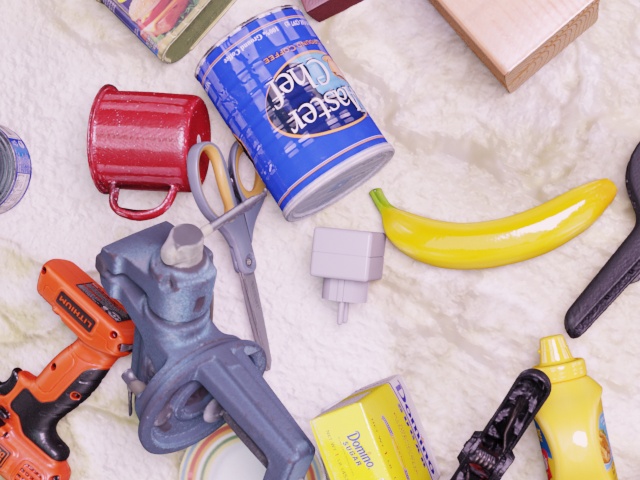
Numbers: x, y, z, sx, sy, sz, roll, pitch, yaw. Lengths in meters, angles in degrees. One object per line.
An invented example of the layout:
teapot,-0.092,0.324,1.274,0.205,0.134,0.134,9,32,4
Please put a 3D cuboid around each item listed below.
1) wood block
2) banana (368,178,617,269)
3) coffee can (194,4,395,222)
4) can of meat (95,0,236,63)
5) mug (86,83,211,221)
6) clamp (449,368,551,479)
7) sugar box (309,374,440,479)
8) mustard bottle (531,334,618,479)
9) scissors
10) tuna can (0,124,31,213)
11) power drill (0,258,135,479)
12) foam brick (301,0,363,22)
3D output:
wood block,0.112,-0.225,0.826,0.091,0.090,0.206,-40,81,9
banana,0.134,-0.012,0.846,0.198,0.037,0.069,-1,90,14
coffee can,-0.021,-0.100,0.851,0.103,0.102,0.140,-34,82,11
can of meat,-0.127,-0.212,0.902,0.084,0.057,0.102,45,100,7
mug,-0.141,-0.071,0.884,0.081,0.093,0.117,4,67,9
clamp,0.116,0.166,0.780,0.039,0.171,0.120,38,69,17
sugar box,0.046,0.157,0.796,0.048,0.176,0.093,-22,85,15
mustard bottle,0.194,0.166,0.800,0.058,0.096,0.191,-12,87,14
scissors,-0.056,0.001,0.896,0.016,0.096,0.201,-2,121,37
tuna can,-0.304,-0.064,0.957,0.086,0.033,0.086,0,90,14
power drill,-0.258,0.110,0.934,0.184,0.057,0.188,39,101,7
foam brick,0.001,-0.227,0.873,0.053,0.051,0.078,-24,84,12
